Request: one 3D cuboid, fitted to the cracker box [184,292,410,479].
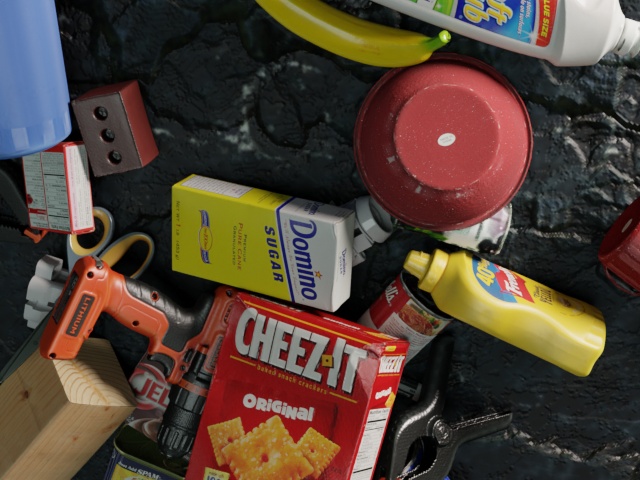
[{"bbox_3d":[-0.027,0.173,1.005,0.164,0.072,0.214,17,93,25],"label":"cracker box"}]

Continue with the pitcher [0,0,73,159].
[{"bbox_3d":[-0.305,-0.203,0.960,0.145,0.149,0.243,-8,115,-4],"label":"pitcher"}]

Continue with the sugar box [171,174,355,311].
[{"bbox_3d":[-0.057,0.001,1.014,0.176,0.048,0.093,14,116,24],"label":"sugar box"}]

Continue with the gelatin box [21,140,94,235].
[{"bbox_3d":[-0.254,-0.052,1.034,0.073,0.030,0.089,7,106,42],"label":"gelatin box"}]

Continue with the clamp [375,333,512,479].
[{"bbox_3d":[0.119,0.190,1.045,0.120,0.171,0.039,41,156,-11],"label":"clamp"}]

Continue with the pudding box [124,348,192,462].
[{"bbox_3d":[-0.153,0.171,1.129,0.113,0.039,0.090,33,113,-5],"label":"pudding box"}]

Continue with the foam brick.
[{"bbox_3d":[-0.194,-0.106,1.013,0.053,0.051,0.078,-10,111,14],"label":"foam brick"}]

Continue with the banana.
[{"bbox_3d":[0.018,-0.194,0.941,0.198,0.037,0.070,20,143,7],"label":"banana"}]

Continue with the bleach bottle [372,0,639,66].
[{"bbox_3d":[0.156,-0.217,0.904,0.251,0.068,0.103,19,115,-1],"label":"bleach bottle"}]

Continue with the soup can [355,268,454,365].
[{"bbox_3d":[0.074,0.086,1.040,0.068,0.068,0.102,37,114,-7],"label":"soup can"}]

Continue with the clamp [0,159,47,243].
[{"bbox_3d":[-0.362,-0.071,1.064,0.210,0.036,0.165,28,115,-5],"label":"clamp"}]

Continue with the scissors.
[{"bbox_3d":[-0.257,0.043,1.053,0.201,0.016,0.096,-35,87,-13],"label":"scissors"}]

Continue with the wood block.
[{"bbox_3d":[-0.298,0.201,1.121,0.206,0.090,0.091,-47,55,23],"label":"wood block"}]

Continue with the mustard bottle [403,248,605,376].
[{"bbox_3d":[0.167,0.057,0.997,0.191,0.096,0.058,24,115,-1],"label":"mustard bottle"}]

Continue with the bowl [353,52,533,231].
[{"bbox_3d":[0.109,-0.089,0.937,0.162,0.055,0.162,0,90,3],"label":"bowl"}]

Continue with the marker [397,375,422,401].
[{"bbox_3d":[0.055,0.136,1.091,0.121,0.020,0.020,23,114,-1],"label":"marker"}]

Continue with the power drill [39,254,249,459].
[{"bbox_3d":[-0.173,0.108,1.045,0.187,0.057,0.184,23,88,-25],"label":"power drill"}]

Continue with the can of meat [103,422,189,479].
[{"bbox_3d":[-0.184,0.258,1.162,0.102,0.057,0.084,22,117,0],"label":"can of meat"}]
